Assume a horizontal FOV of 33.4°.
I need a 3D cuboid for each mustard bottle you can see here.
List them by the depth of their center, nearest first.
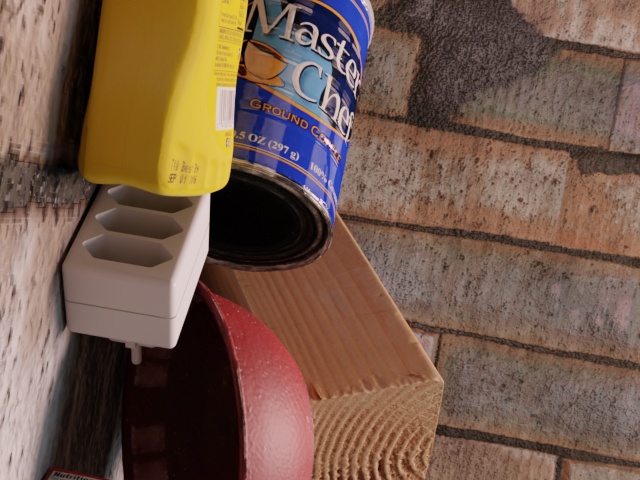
[{"bbox_3d":[-0.053,-0.117,0.424,0.096,0.058,0.192,-39,138,-79],"label":"mustard bottle"}]

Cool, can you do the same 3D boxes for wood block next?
[{"bbox_3d":[-0.013,0.055,0.647,0.206,0.090,0.090,-120,-151,-50],"label":"wood block"}]

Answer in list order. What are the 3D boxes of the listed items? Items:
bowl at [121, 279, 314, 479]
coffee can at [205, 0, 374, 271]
[{"bbox_3d":[-0.048,0.097,0.526,0.162,0.055,0.162,-9,-100,61],"label":"bowl"},{"bbox_3d":[-0.032,-0.069,0.562,0.103,0.103,0.140,94,6,-60],"label":"coffee can"}]
